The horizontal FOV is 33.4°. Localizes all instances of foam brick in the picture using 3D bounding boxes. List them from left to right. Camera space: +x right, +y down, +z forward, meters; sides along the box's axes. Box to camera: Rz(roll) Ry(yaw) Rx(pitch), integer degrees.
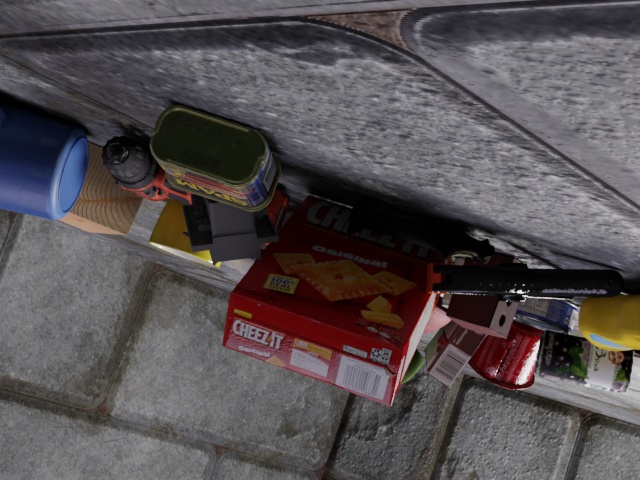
[{"bbox_3d":[0.170,0.054,1.083,0.051,0.078,0.053,17,173,32],"label":"foam brick"}]

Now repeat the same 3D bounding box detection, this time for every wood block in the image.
[{"bbox_3d":[-0.297,-0.064,1.372,0.090,0.090,0.206,23,172,-23],"label":"wood block"}]

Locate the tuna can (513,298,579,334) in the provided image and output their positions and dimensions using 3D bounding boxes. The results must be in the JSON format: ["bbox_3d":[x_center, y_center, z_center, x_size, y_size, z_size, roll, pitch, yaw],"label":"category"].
[{"bbox_3d":[0.257,0.082,1.250,0.086,0.034,0.086,19,173,2],"label":"tuna can"}]

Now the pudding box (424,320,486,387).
[{"bbox_3d":[0.171,0.111,1.290,0.039,0.113,0.090,34,-168,-2],"label":"pudding box"}]

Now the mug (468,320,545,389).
[{"bbox_3d":[0.233,0.129,1.322,0.093,0.082,0.117,30,-151,20],"label":"mug"}]

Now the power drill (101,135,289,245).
[{"bbox_3d":[-0.132,-0.056,1.139,0.188,0.057,0.184,21,177,7],"label":"power drill"}]

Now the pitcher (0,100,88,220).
[{"bbox_3d":[-0.386,-0.110,1.172,0.243,0.145,0.149,15,-175,3],"label":"pitcher"}]

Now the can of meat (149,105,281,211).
[{"bbox_3d":[-0.089,-0.070,0.912,0.102,0.057,0.084,18,171,7],"label":"can of meat"}]

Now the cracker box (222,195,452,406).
[{"bbox_3d":[0.024,0.047,1.016,0.164,0.072,0.213,18,-148,11],"label":"cracker box"}]

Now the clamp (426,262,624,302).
[{"bbox_3d":[0.185,0.038,0.974,0.171,0.039,0.120,1,170,-17],"label":"clamp"}]
